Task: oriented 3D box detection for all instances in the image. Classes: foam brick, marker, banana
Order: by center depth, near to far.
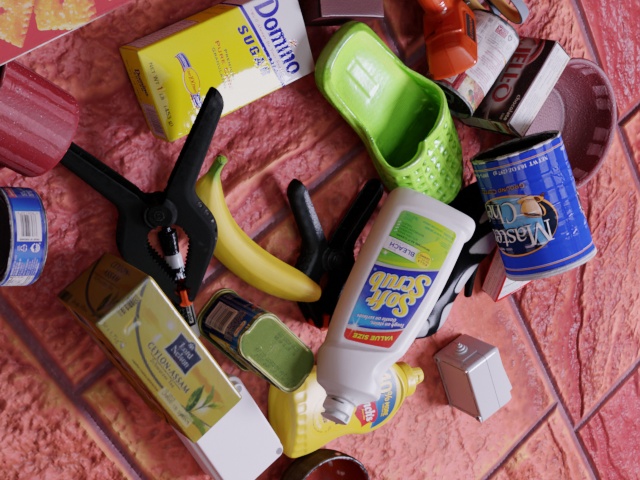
[{"bbox_3d":[-0.139,0.042,1.049,0.020,0.020,0.121,-23,115,-29],"label":"marker"},{"bbox_3d":[0.015,-0.242,1.054,0.078,0.051,0.053,-7,93,-34],"label":"foam brick"},{"bbox_3d":[-0.075,0.003,1.059,0.197,0.070,0.037,54,33,-33],"label":"banana"}]

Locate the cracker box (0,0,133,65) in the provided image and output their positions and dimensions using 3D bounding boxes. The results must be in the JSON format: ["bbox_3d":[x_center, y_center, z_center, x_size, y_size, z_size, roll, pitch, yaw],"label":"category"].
[{"bbox_3d":[-0.254,-0.183,0.815,0.213,0.164,0.072,-32,117,-25],"label":"cracker box"}]

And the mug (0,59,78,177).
[{"bbox_3d":[-0.264,-0.096,0.888,0.117,0.093,0.081,-42,135,19],"label":"mug"}]

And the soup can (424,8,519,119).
[{"bbox_3d":[0.163,-0.194,1.167,0.068,0.069,0.102,42,77,-35],"label":"soup can"}]

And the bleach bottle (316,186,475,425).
[{"bbox_3d":[0.069,0.074,1.100,0.102,0.068,0.250,26,70,-4],"label":"bleach bottle"}]

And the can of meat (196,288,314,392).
[{"bbox_3d":[-0.064,0.102,1.079,0.057,0.084,0.102,-53,125,-12],"label":"can of meat"}]

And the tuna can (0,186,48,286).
[{"bbox_3d":[-0.263,-0.004,0.908,0.033,0.086,0.086,0,103,-36],"label":"tuna can"}]

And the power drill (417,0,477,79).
[{"bbox_3d":[0.098,-0.253,1.059,0.187,0.057,0.184,56,27,-38],"label":"power drill"}]

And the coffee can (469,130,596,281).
[{"bbox_3d":[0.233,-0.039,1.172,0.102,0.103,0.140,-24,101,-28],"label":"coffee can"}]

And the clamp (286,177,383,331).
[{"bbox_3d":[0.016,0.009,1.138,0.120,0.039,0.171,-10,114,-28],"label":"clamp"}]

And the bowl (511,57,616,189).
[{"bbox_3d":[0.279,-0.139,1.271,0.161,0.055,0.162,-10,109,-33],"label":"bowl"}]

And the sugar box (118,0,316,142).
[{"bbox_3d":[-0.092,-0.171,1.007,0.176,0.048,0.093,-30,119,-24],"label":"sugar box"}]

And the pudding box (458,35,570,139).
[{"bbox_3d":[0.213,-0.174,1.193,0.039,0.090,0.113,34,83,-37],"label":"pudding box"}]

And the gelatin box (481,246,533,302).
[{"bbox_3d":[0.237,0.025,1.280,0.073,0.030,0.089,-27,148,-27],"label":"gelatin box"}]

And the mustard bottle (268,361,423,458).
[{"bbox_3d":[0.036,0.171,1.184,0.191,0.058,0.096,-12,109,-33],"label":"mustard bottle"}]

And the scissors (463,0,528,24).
[{"bbox_3d":[0.140,-0.300,1.143,0.201,0.096,0.016,41,80,-4],"label":"scissors"}]

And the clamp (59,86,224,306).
[{"bbox_3d":[-0.160,-0.032,0.980,0.164,0.036,0.210,-7,117,-3],"label":"clamp"}]
